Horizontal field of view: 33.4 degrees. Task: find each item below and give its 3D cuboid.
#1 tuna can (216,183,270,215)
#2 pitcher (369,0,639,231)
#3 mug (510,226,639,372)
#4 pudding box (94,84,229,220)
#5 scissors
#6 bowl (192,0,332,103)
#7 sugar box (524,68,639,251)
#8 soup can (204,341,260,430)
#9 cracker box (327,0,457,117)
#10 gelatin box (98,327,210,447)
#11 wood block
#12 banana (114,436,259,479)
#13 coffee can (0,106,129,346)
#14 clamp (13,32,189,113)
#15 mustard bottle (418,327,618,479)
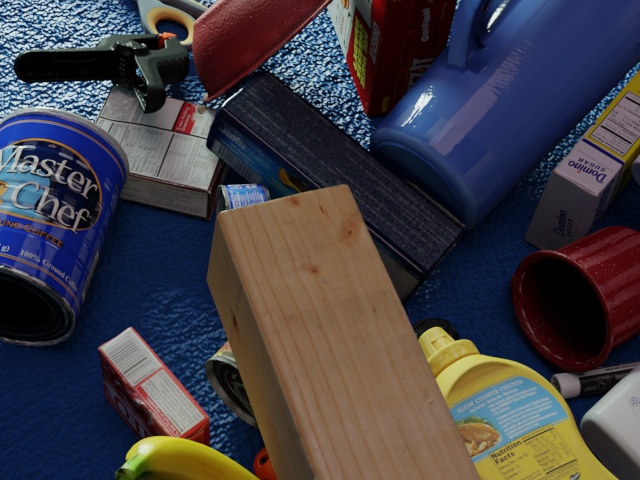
[{"bbox_3d":[-0.055,0.001,0.784,0.033,0.086,0.086,-4,56,-11],"label":"tuna can"},{"bbox_3d":[0.148,-0.131,0.849,0.149,0.145,0.242,44,71,-1],"label":"pitcher"},{"bbox_3d":[0.195,0.037,0.792,0.081,0.093,0.117,-22,20,-32],"label":"mug"},{"bbox_3d":[-0.129,-0.072,0.856,0.113,0.039,0.090,13,54,5],"label":"pudding box"},{"bbox_3d":[-0.177,-0.221,0.968,0.202,0.016,0.096,15,55,4],"label":"scissors"},{"bbox_3d":[-0.051,-0.184,0.867,0.055,0.162,0.162,49,57,-14],"label":"bowl"},{"bbox_3d":[0.236,-0.069,0.862,0.048,0.093,0.176,32,59,16],"label":"sugar box"},{"bbox_3d":[-0.022,0.075,0.746,0.068,0.068,0.102,36,59,17],"label":"soup can"},{"bbox_3d":[0.050,-0.241,0.917,0.072,0.164,0.214,-10,57,-11],"label":"cracker box"},{"bbox_3d":[-0.110,0.112,0.708,0.030,0.073,0.089,-34,66,-26],"label":"gelatin box"},{"bbox_3d":[0.005,0.080,0.652,0.090,0.091,0.206,-13,62,-19],"label":"wood block"},{"bbox_3d":[-0.052,0.170,0.652,0.197,0.037,0.069,39,26,-27],"label":"banana"},{"bbox_3d":[-0.205,-0.010,0.764,0.103,0.103,0.140,11,55,1],"label":"coffee can"},{"bbox_3d":[-0.164,-0.142,0.854,0.120,0.039,0.171,17,20,1],"label":"clamp"},{"bbox_3d":[0.118,0.131,0.661,0.096,0.058,0.192,-22,58,-19],"label":"mustard bottle"}]
